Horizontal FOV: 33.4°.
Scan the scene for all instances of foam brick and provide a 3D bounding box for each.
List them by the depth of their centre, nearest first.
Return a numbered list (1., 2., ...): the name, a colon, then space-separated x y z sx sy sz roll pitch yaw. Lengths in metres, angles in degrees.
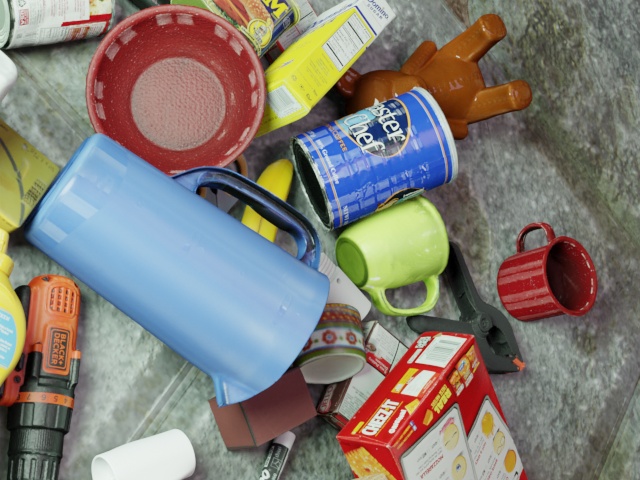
1. foam brick: -0.053 0.154 0.986 0.078 0.053 0.051 -21 90 -40

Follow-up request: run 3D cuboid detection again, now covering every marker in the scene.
1. marker: -0.052 0.232 0.986 0.020 0.020 0.121 37 58 -24

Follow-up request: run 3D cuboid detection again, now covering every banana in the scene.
1. banana: -0.059 -0.002 1.031 0.037 0.069 0.197 8 69 7

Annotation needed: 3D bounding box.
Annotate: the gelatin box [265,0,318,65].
1. gelatin box: -0.028 -0.211 1.126 0.073 0.030 0.089 -43 106 -38

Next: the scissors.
1. scissors: -0.092 -0.011 1.028 0.096 0.016 0.202 -17 88 -40

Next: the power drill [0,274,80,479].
1. power drill: -0.278 0.102 0.826 0.187 0.057 0.184 17 63 -36

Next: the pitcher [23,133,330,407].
1. pitcher: -0.117 0.011 0.907 0.242 0.145 0.149 36 19 -14

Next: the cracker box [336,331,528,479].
1. cracker box: 0.117 0.222 1.051 0.164 0.072 0.213 -45 124 -37

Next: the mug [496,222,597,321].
1. mug: 0.257 0.037 1.241 0.093 0.082 0.117 -8 82 -39

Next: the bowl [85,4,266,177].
1. bowl: -0.131 -0.131 0.980 0.162 0.055 0.162 0 85 -5

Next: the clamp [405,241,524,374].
1. clamp: 0.161 0.098 1.177 0.171 0.039 0.120 51 57 -16

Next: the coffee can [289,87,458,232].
1. coffee can: 0.053 -0.081 1.068 0.140 0.103 0.103 -22 91 -10

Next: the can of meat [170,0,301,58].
1. can of meat: -0.082 -0.220 1.020 0.102 0.058 0.083 48 55 -14

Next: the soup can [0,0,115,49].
1. soup can: -0.241 -0.207 0.935 0.102 0.069 0.068 -18 88 -39

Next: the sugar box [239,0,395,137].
1. sugar box: -0.007 -0.178 1.051 0.048 0.094 0.176 50 52 -20

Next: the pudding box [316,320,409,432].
1. pudding box: 0.055 0.151 1.080 0.090 0.039 0.113 41 59 -25
